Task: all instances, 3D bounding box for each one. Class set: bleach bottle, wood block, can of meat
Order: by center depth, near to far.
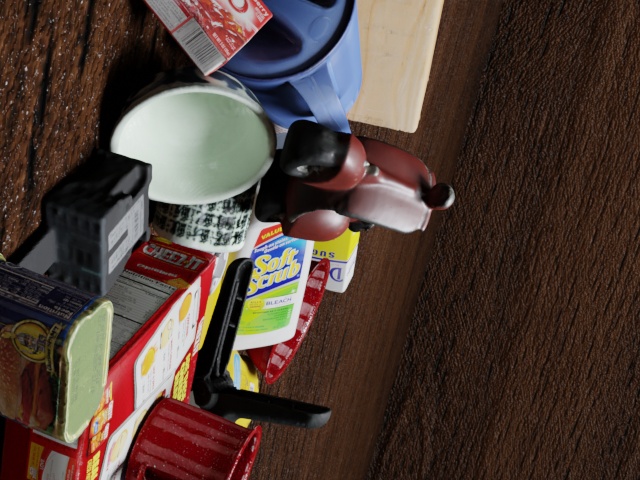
[{"bbox_3d":[-0.181,0.069,0.667,0.057,0.084,0.102,-53,159,-55],"label":"can of meat"},{"bbox_3d":[-0.057,0.001,1.049,0.251,0.102,0.068,102,-25,-43],"label":"bleach bottle"},{"bbox_3d":[0.073,-0.213,1.067,0.206,0.090,0.090,96,8,-57],"label":"wood block"}]

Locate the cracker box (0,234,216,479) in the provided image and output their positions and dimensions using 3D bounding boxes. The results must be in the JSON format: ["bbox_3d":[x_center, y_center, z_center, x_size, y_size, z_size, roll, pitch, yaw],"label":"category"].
[{"bbox_3d":[-0.165,0.114,0.840,0.213,0.072,0.164,-54,161,-58],"label":"cracker box"}]

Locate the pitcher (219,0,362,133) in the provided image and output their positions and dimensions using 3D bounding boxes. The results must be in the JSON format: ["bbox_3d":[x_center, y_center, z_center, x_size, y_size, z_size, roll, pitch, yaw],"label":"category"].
[{"bbox_3d":[-0.022,-0.160,0.906,0.242,0.145,0.149,46,60,-80],"label":"pitcher"}]

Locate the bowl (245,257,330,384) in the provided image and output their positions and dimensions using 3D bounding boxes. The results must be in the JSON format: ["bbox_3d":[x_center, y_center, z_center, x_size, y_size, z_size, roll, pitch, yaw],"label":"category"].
[{"bbox_3d":[-0.048,0.083,1.239,0.162,0.055,0.162,-61,168,-23],"label":"bowl"}]

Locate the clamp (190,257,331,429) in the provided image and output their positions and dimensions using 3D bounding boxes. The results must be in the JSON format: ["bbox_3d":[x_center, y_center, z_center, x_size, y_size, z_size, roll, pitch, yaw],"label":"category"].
[{"bbox_3d":[-0.089,0.139,0.964,0.210,0.165,0.036,-45,157,28],"label":"clamp"}]

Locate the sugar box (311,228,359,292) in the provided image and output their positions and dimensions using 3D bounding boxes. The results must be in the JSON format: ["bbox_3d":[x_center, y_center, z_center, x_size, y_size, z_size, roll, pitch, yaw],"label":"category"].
[{"bbox_3d":[0.002,-0.016,1.343,0.048,0.093,0.176,-58,162,-44],"label":"sugar box"}]

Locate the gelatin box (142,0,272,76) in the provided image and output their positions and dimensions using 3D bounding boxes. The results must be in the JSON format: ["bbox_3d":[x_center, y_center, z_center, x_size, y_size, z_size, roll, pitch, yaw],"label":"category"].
[{"bbox_3d":[-0.083,-0.170,0.742,0.030,0.089,0.073,-26,-160,39],"label":"gelatin box"}]

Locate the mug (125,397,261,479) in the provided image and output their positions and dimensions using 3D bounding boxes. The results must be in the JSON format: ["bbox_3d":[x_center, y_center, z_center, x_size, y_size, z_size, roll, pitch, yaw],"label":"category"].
[{"bbox_3d":[-0.105,0.180,0.840,0.117,0.081,0.093,-47,156,-67],"label":"mug"}]
